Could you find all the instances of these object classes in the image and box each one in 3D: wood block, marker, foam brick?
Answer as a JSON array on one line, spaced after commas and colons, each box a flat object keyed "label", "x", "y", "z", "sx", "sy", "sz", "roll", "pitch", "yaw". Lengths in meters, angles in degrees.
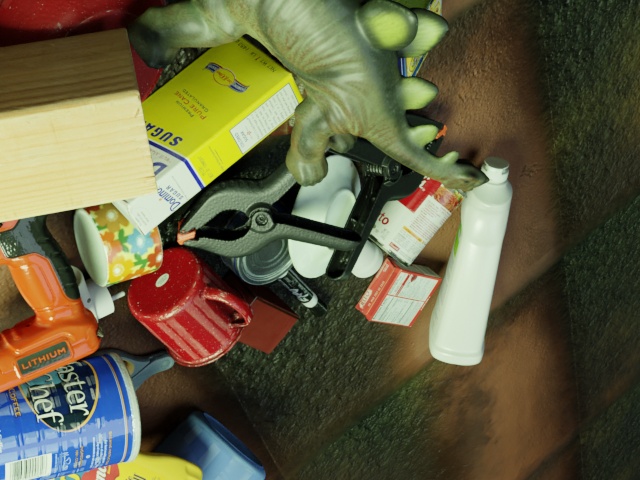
[{"label": "wood block", "x": -0.226, "y": -0.073, "z": 0.742, "sx": 0.206, "sy": 0.090, "sz": 0.091, "roll": -11, "pitch": 133, "yaw": -9}, {"label": "marker", "x": -0.023, "y": 0.052, "z": 1.153, "sx": 0.020, "sy": 0.020, "sz": 0.121, "roll": -46, "pitch": 142, "yaw": -3}, {"label": "foam brick", "x": -0.072, "y": 0.074, "z": 1.099, "sx": 0.051, "sy": 0.053, "sz": 0.078, "roll": -53, "pitch": 140, "yaw": 5}]

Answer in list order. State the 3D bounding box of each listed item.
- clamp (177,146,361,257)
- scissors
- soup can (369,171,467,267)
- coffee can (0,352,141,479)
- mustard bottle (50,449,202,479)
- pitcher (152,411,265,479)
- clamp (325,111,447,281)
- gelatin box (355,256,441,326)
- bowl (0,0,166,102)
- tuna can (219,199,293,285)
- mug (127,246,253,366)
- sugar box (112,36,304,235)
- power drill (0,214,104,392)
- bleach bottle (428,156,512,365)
[{"label": "clamp", "x": -0.051, "y": -0.037, "z": 0.986, "sx": 0.171, "sy": 0.039, "sz": 0.120, "roll": -8, "pitch": 111, "yaw": -3}, {"label": "scissors", "x": -0.172, "y": 0.139, "z": 1.088, "sx": 0.201, "sy": 0.016, "sz": 0.096, "roll": -2, "pitch": 125, "yaw": -42}, {"label": "soup can", "x": 0.102, "y": -0.030, "z": 1.163, "sx": 0.102, "sy": 0.069, "sz": 0.068, "roll": -51, "pitch": 142, "yaw": 4}, {"label": "coffee can", "x": -0.244, "y": 0.162, "z": 0.954, "sx": 0.140, "sy": 0.103, "sz": 0.103, "roll": -8, "pitch": 127, "yaw": -28}, {"label": "mustard bottle", "x": -0.217, "y": 0.230, "z": 1.035, "sx": 0.191, "sy": 0.058, "sz": 0.096, "roll": 27, "pitch": 74, "yaw": -15}, {"label": "pitcher", "x": -0.166, "y": 0.312, "z": 1.146, "sx": 0.243, "sy": 0.145, "sz": 0.149, "roll": -48, "pitch": 150, "yaw": -5}, {"label": "clamp", "x": 0.056, "y": -0.080, "z": 1.071, "sx": 0.209, "sy": 0.036, "sz": 0.164, "roll": -43, "pitch": 131, "yaw": -34}, {"label": "gelatin box", "x": 0.092, "y": 0.062, "z": 1.262, "sx": 0.089, "sy": 0.030, "sz": 0.073, "roll": 13, "pitch": 113, "yaw": -49}, {"label": "bowl", "x": -0.175, "y": -0.143, "z": 0.816, "sx": 0.161, "sy": 0.055, "sz": 0.162, "roll": -25, "pitch": 136, "yaw": -26}, {"label": "tuna can", "x": -0.057, "y": 0.001, "z": 1.066, "sx": 0.086, "sy": 0.034, "sz": 0.086, "roll": -25, "pitch": 136, "yaw": -27}, {"label": "mug", "x": -0.118, "y": 0.060, "z": 0.999, "sx": 0.081, "sy": 0.117, "sz": 0.093, "roll": 52, "pitch": 52, "yaw": -47}, {"label": "sugar box", "x": -0.109, "y": -0.093, "z": 0.890, "sx": 0.176, "sy": 0.093, "sz": 0.048, "roll": -39, "pitch": 140, "yaw": -12}, {"label": "power drill", "x": -0.261, "y": 0.024, "z": 0.841, "sx": 0.184, "sy": 0.057, "sz": 0.187, "roll": -21, "pitch": 119, "yaw": -20}, {"label": "bleach bottle", "x": 0.182, "y": 0.020, "z": 1.260, "sx": 0.068, "sy": 0.102, "sz": 0.251, "roll": 8, "pitch": 123, "yaw": 0}]
